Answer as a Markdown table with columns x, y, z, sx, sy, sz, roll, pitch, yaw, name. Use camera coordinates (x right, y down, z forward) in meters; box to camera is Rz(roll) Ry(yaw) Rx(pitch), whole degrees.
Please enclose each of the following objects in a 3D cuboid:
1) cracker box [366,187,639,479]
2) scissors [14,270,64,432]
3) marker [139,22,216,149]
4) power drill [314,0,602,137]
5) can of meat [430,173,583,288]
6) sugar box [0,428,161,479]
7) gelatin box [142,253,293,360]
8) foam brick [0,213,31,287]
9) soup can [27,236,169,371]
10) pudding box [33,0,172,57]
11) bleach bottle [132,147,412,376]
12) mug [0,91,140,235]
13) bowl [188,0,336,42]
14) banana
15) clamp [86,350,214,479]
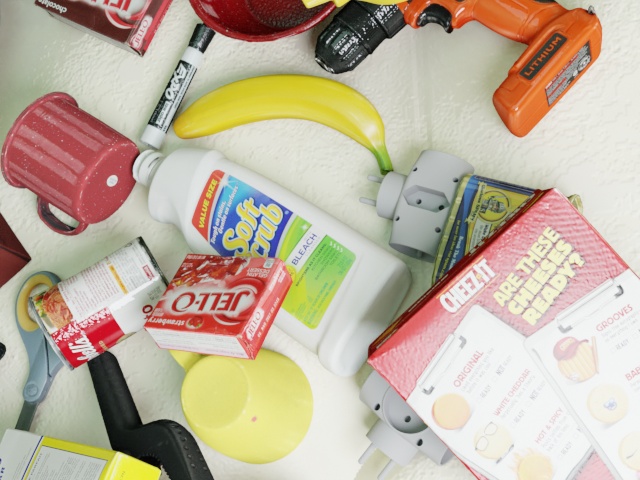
| x | y | z | sx | sy | sz | roll | pitch | yaw | name |
| --- | --- | --- | --- | --- | --- | --- | --- | --- | --- |
| 0.160 | 0.097 | 0.700 | 0.164 | 0.072 | 0.213 | -43 | 90 | 3 | cracker box |
| -0.250 | 0.111 | 0.903 | 0.096 | 0.016 | 0.202 | 32 | 87 | 25 | scissors |
| -0.123 | -0.136 | 0.927 | 0.020 | 0.020 | 0.121 | 22 | 83 | 23 | marker |
| 0.109 | -0.165 | 0.836 | 0.184 | 0.057 | 0.188 | -47 | 66 | 1 | power drill |
| 0.135 | 0.008 | 0.780 | 0.084 | 0.057 | 0.102 | 16 | 81 | 23 | can of meat |
| -0.193 | 0.193 | 0.777 | 0.177 | 0.048 | 0.093 | -4 | 60 | 52 | sugar box |
| -0.073 | 0.046 | 0.773 | 0.089 | 0.030 | 0.073 | 3 | 49 | 32 | gelatin box |
| -0.301 | 0.000 | 0.931 | 0.051 | 0.053 | 0.078 | -41 | 66 | 4 | foam brick |
| -0.171 | 0.049 | 0.854 | 0.102 | 0.068 | 0.068 | -30 | 67 | -8 | soup can |
| -0.189 | -0.227 | 0.964 | 0.114 | 0.039 | 0.090 | 25 | 85 | 23 | pudding box |
| -0.056 | 0.001 | 0.844 | 0.251 | 0.068 | 0.102 | 31 | 87 | 26 | bleach bottle |
| -0.210 | -0.056 | 0.904 | 0.081 | 0.093 | 0.117 | 31 | 117 | 19 | mug |
| -0.033 | -0.232 | 0.904 | 0.162 | 0.055 | 0.162 | -5 | 74 | 17 | bowl |
| -0.029 | -0.105 | 0.877 | 0.198 | 0.037 | 0.069 | 11 | 78 | 21 | banana |
| -0.148 | 0.184 | 0.801 | 0.210 | 0.036 | 0.164 | 17 | 84 | 49 | clamp |
